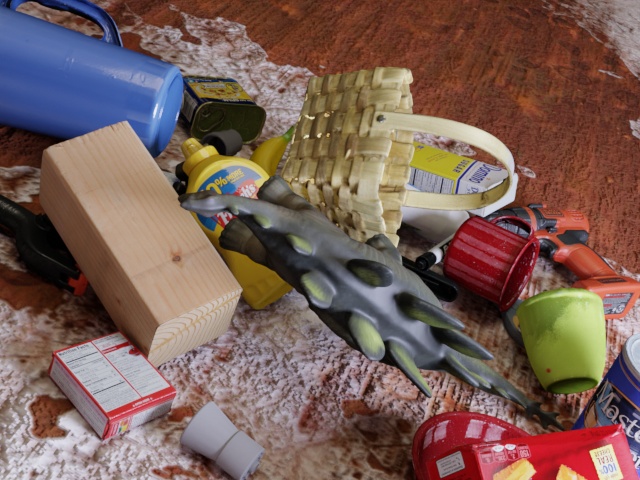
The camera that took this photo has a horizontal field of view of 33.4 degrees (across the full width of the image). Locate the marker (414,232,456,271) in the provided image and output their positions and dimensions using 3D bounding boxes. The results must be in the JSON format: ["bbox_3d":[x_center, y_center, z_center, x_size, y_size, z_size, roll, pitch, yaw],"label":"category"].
[{"bbox_3d":[0.143,0.010,1.238,0.020,0.020,0.120,35,33,19],"label":"marker"}]

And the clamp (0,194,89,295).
[{"bbox_3d":[-0.282,-0.012,1.056,0.120,0.039,0.172,-6,41,-31],"label":"clamp"}]

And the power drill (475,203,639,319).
[{"bbox_3d":[0.301,0.021,1.352,0.184,0.057,0.188,-2,39,-29],"label":"power drill"}]

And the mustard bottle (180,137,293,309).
[{"bbox_3d":[-0.085,-0.029,1.113,0.096,0.058,0.192,-35,78,-9],"label":"mustard bottle"}]

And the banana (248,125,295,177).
[{"bbox_3d":[-0.062,-0.082,1.272,0.037,0.070,0.197,38,23,-19],"label":"banana"}]

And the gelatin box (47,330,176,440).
[{"bbox_3d":[-0.180,0.123,0.921,0.073,0.030,0.089,-18,49,-45],"label":"gelatin box"}]

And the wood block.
[{"bbox_3d":[-0.171,0.002,0.988,0.090,0.090,0.206,-24,67,-29],"label":"wood block"}]

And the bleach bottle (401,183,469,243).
[{"bbox_3d":[0.085,-0.054,1.320,0.250,0.068,0.102,25,3,-9],"label":"bleach bottle"}]

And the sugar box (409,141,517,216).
[{"bbox_3d":[0.159,-0.085,1.396,0.176,0.048,0.093,18,25,30],"label":"sugar box"}]

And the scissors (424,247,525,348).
[{"bbox_3d":[0.201,0.073,1.250,0.202,0.016,0.096,27,32,8],"label":"scissors"}]

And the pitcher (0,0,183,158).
[{"bbox_3d":[-0.279,-0.183,1.188,0.243,0.149,0.145,16,27,3],"label":"pitcher"}]

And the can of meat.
[{"bbox_3d":[-0.134,-0.171,1.375,0.101,0.057,0.084,-1,36,-34],"label":"can of meat"}]

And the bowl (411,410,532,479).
[{"bbox_3d":[0.146,0.226,0.942,0.162,0.055,0.162,16,32,-10],"label":"bowl"}]

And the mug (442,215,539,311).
[{"bbox_3d":[0.200,0.015,1.230,0.082,0.093,0.117,27,63,24],"label":"mug"}]
